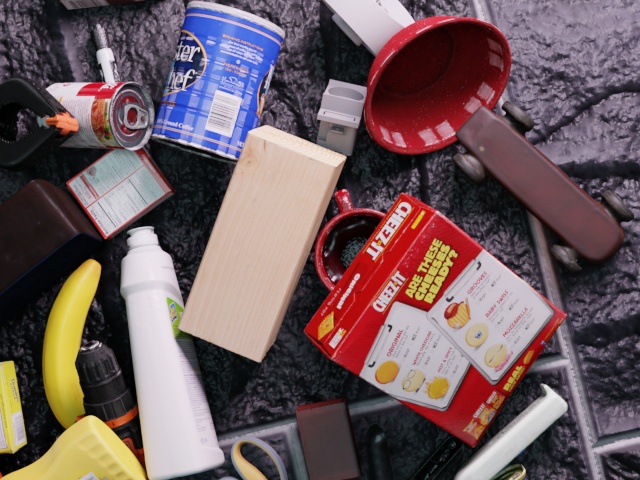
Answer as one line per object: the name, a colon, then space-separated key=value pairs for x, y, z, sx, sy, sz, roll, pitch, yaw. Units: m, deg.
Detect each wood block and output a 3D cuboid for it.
wood block: x=-0.057 y=0.001 z=1.051 sx=0.091 sy=0.090 sz=0.206 roll=22 pitch=103 yaw=4

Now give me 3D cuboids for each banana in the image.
banana: x=-0.255 y=0.120 z=1.111 sx=0.069 sy=0.037 sz=0.198 roll=-6 pitch=91 yaw=-25

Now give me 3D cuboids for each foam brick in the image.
foam brick: x=0.009 y=0.203 z=1.083 sx=0.051 sy=0.053 sz=0.078 roll=-13 pitch=87 yaw=3

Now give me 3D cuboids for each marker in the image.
marker: x=-0.221 y=-0.169 z=1.124 sx=0.020 sy=0.020 sz=0.121 roll=-14 pitch=87 yaw=3

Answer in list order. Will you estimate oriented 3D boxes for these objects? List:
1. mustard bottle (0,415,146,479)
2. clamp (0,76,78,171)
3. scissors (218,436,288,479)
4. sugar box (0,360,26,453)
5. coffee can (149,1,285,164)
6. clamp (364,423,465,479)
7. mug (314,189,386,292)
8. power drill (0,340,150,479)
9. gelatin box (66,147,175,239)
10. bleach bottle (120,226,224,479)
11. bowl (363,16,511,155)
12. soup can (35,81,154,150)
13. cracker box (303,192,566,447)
mustard bottle: x=-0.266 y=0.257 z=1.017 sx=0.191 sy=0.058 sz=0.096 roll=-36 pitch=117 yaw=-1
clamp: x=-0.331 y=-0.128 z=1.084 sx=0.210 sy=0.036 sz=0.164 roll=-4 pitch=85 yaw=32
scissors: x=-0.037 y=0.292 z=1.081 sx=0.096 sy=0.016 sz=0.202 roll=-41 pitch=73 yaw=9
sugar box: x=-0.403 y=0.185 z=1.111 sx=0.176 sy=0.048 sz=0.093 roll=-8 pitch=91 yaw=6
coffee can: x=-0.103 y=-0.156 z=1.075 sx=0.103 sy=0.103 sz=0.140 roll=16 pitch=89 yaw=3
clamp: x=0.085 y=0.264 z=1.074 sx=0.120 sy=0.039 sz=0.171 roll=4 pitch=104 yaw=-25
mug: x=0.038 y=0.005 z=1.072 sx=0.093 sy=0.081 sz=0.117 roll=-21 pitch=87 yaw=2
power drill: x=-0.268 y=0.204 z=1.061 sx=0.187 sy=0.057 sz=0.184 roll=-16 pitch=108 yaw=-6
gelatin box: x=-0.209 y=-0.055 z=1.115 sx=0.089 sy=0.030 sz=0.073 roll=-36 pitch=88 yaw=2
bleach bottle: x=-0.158 y=0.112 z=1.082 sx=0.068 sy=0.102 sz=0.251 roll=-13 pitch=81 yaw=6
bowl: x=0.106 y=-0.164 z=1.059 sx=0.162 sy=0.162 sz=0.055 roll=-31 pitch=50 yaw=2
soup can: x=-0.229 y=-0.126 z=1.082 sx=0.102 sy=0.068 sz=0.068 roll=5 pitch=88 yaw=30
cracker box: x=0.113 y=0.079 z=1.020 sx=0.213 sy=0.072 sz=0.164 roll=35 pitch=91 yaw=-34
